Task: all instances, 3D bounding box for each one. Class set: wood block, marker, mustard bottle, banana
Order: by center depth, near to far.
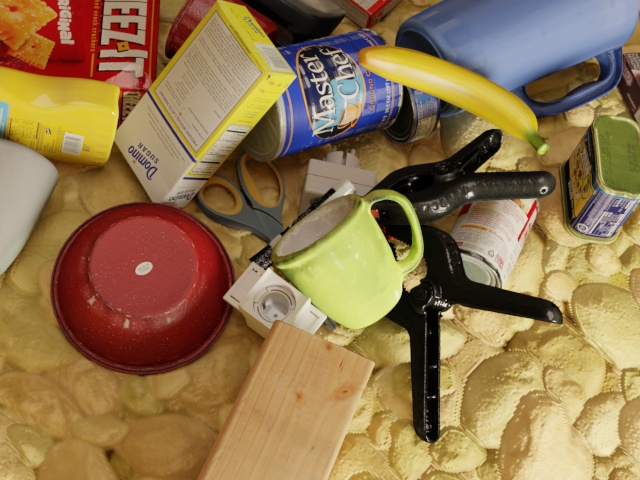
[{"bbox_3d":[-0.041,0.180,0.837,0.090,0.091,0.206,23,57,4],"label":"wood block"},{"bbox_3d":[-0.281,-0.116,0.956,0.191,0.096,0.058,7,62,-17],"label":"mustard bottle"},{"bbox_3d":[-0.018,-0.012,0.967,0.121,0.020,0.020,-41,72,-5],"label":"marker"},{"bbox_3d":[0.127,-0.143,1.001,0.197,0.037,0.069,24,19,-7],"label":"banana"}]

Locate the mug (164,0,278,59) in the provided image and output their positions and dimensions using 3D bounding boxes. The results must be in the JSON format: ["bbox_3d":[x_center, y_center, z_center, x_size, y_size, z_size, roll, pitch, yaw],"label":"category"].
[{"bbox_3d":[-0.102,-0.191,1.061,0.081,0.093,0.117,33,72,4],"label":"mug"}]

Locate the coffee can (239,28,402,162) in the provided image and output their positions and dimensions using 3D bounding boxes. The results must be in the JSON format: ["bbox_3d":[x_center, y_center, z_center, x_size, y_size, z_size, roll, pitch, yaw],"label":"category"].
[{"bbox_3d":[-0.007,-0.141,1.026,0.140,0.103,0.103,-18,64,-29],"label":"coffee can"}]

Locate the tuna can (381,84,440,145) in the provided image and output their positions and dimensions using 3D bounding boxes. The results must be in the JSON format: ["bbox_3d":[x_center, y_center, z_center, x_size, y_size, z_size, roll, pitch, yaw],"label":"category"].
[{"bbox_3d":[0.083,-0.140,1.063,0.033,0.086,0.086,-19,64,-23],"label":"tuna can"}]

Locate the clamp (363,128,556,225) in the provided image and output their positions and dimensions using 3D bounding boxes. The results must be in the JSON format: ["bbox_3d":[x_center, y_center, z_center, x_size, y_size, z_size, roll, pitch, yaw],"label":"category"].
[{"bbox_3d":[0.118,-0.057,0.987,0.171,0.039,0.120,-12,26,-3],"label":"clamp"}]

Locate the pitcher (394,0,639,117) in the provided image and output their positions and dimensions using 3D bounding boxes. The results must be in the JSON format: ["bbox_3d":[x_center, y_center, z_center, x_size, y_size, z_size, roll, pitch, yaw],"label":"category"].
[{"bbox_3d":[0.207,-0.212,1.117,0.242,0.145,0.149,-27,54,-21],"label":"pitcher"}]

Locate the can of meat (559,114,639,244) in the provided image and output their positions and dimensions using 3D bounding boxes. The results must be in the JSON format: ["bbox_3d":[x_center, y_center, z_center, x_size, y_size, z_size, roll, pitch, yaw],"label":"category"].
[{"bbox_3d":[0.280,-0.062,1.054,0.057,0.084,0.102,8,57,-6],"label":"can of meat"}]

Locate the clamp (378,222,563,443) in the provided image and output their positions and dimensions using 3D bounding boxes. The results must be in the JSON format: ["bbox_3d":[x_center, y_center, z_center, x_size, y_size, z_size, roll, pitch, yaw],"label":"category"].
[{"bbox_3d":[0.108,0.048,0.937,0.036,0.165,0.210,22,34,-49],"label":"clamp"}]

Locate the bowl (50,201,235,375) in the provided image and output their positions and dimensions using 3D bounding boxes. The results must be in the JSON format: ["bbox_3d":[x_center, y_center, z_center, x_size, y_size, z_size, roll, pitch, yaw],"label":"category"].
[{"bbox_3d":[-0.151,0.031,0.915,0.162,0.055,0.162,3,68,-7],"label":"bowl"}]

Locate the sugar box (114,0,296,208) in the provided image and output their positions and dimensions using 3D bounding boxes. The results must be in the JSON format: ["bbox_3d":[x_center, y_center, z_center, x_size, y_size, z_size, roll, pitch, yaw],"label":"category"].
[{"bbox_3d":[-0.109,-0.120,0.966,0.048,0.176,0.093,-4,54,-53],"label":"sugar box"}]

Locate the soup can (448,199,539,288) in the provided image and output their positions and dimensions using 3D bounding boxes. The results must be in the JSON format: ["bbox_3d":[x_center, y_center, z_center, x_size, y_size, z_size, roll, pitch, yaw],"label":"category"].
[{"bbox_3d":[0.157,-0.004,1.004,0.068,0.069,0.102,28,58,6],"label":"soup can"}]

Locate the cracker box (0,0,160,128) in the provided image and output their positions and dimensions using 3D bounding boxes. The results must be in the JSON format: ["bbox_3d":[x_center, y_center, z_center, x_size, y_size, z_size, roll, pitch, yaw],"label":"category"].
[{"bbox_3d":[-0.265,-0.198,1.039,0.213,0.072,0.164,3,58,-10],"label":"cracker box"}]

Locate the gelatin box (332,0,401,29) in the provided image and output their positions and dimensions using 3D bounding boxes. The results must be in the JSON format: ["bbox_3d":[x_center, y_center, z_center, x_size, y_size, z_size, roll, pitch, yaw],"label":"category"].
[{"bbox_3d":[0.041,-0.282,1.177,0.089,0.030,0.073,38,61,13],"label":"gelatin box"}]

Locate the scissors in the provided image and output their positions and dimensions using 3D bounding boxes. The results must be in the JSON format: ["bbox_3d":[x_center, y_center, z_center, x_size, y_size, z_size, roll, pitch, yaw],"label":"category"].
[{"bbox_3d":[-0.056,0.001,0.990,0.096,0.016,0.202,-9,61,-14],"label":"scissors"}]
